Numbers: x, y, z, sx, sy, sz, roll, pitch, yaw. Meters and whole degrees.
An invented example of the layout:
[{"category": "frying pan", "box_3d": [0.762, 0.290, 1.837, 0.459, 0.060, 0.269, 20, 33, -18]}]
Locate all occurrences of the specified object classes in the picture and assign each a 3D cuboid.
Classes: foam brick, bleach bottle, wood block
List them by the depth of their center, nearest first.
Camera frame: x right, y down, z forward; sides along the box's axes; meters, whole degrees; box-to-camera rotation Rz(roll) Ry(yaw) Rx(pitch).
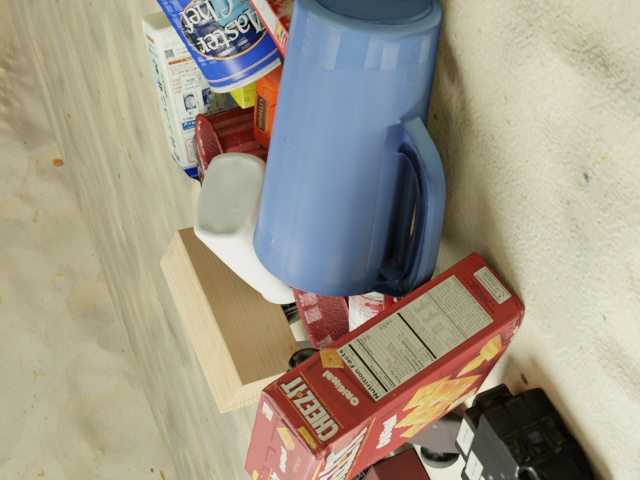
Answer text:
[{"category": "foam brick", "box_3d": [0.082, 0.267, 1.160, 0.051, 0.053, 0.078, 63, 161, 21]}, {"category": "bleach bottle", "box_3d": [-0.058, 0.001, 1.176, 0.250, 0.068, 0.102, 51, -130, -63]}, {"category": "wood block", "box_3d": [-0.107, 0.087, 1.277, 0.206, 0.090, 0.090, 65, 148, 20]}]

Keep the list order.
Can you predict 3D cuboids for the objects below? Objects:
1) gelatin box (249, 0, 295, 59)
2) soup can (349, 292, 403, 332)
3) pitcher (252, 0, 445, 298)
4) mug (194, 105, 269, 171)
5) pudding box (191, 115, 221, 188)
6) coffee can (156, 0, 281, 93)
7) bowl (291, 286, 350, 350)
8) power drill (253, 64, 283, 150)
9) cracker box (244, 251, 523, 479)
[{"category": "gelatin box", "box_3d": [-0.003, -0.191, 0.882, 0.073, 0.089, 0.030, 61, 154, 25]}, {"category": "soup can", "box_3d": [0.059, 0.051, 0.983, 0.069, 0.068, 0.102, 53, 155, 42]}, {"category": "pitcher", "box_3d": [0.029, -0.078, 0.833, 0.145, 0.149, 0.243, -80, -1, -52]}, {"category": "mug", "box_3d": [-0.084, -0.099, 1.210, 0.117, 0.081, 0.093, 69, 161, 4]}, {"category": "pudding box", "box_3d": [-0.123, -0.086, 1.294, 0.090, 0.039, 0.113, 140, 118, -70]}, {"category": "coffee can", "box_3d": [-0.097, -0.228, 1.026, 0.140, 0.102, 0.103, 58, 168, -26]}, {"category": "bowl", "box_3d": [0.024, 0.067, 1.115, 0.162, 0.055, 0.162, 55, 156, 39]}, {"category": "power drill", "box_3d": [-0.002, -0.092, 1.028, 0.188, 0.057, 0.184, 58, 154, 35]}, {"category": "cracker box", "box_3d": [0.049, 0.122, 0.852, 0.072, 0.213, 0.164, 49, 154, 21]}]
